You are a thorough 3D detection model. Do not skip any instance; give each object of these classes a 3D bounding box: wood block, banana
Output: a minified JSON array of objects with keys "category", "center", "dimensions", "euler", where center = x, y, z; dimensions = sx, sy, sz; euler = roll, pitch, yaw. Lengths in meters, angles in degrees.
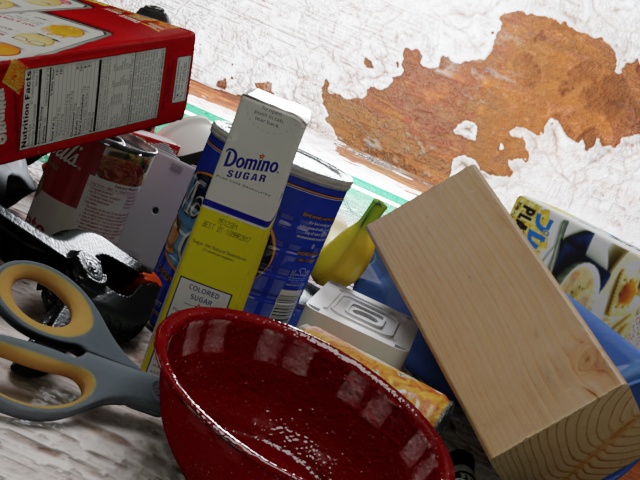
[{"category":"wood block","center":[0.118,0.059,0.698],"dimensions":[0.090,0.091,0.206],"euler":[56,6,-46]},{"category":"banana","center":[0.017,0.007,0.854],"dimensions":[0.037,0.069,0.198],"euler":[40,-7,-7]}]

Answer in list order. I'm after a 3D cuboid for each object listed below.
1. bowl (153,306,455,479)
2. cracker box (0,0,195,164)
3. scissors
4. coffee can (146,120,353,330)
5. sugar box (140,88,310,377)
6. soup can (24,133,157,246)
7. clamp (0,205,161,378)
[{"category":"bowl","center":[-0.017,0.098,0.522],"dimensions":[0.162,0.055,0.162],"euler":[26,15,-8]},{"category":"cracker box","center":[-0.209,-0.108,0.665],"dimensions":[0.164,0.072,0.213],"euler":[22,26,27]},{"category":"scissors","center":[-0.095,0.064,0.560],"dimensions":[0.201,0.016,0.096],"euler":[14,48,-39]},{"category":"coffee can","center":[-0.052,0.002,0.727],"dimensions":[0.102,0.140,0.103],"euler":[23,10,-5]},{"category":"sugar box","center":[-0.054,0.001,0.625],"dimensions":[0.048,0.176,0.093],"euler":[23,10,-4]},{"category":"soup can","center":[-0.164,-0.028,0.743],"dimensions":[0.068,0.102,0.068],"euler":[23,10,-5]},{"category":"clamp","center":[-0.153,0.017,0.624],"dimensions":[0.120,0.039,0.171],"euler":[61,14,7]}]
